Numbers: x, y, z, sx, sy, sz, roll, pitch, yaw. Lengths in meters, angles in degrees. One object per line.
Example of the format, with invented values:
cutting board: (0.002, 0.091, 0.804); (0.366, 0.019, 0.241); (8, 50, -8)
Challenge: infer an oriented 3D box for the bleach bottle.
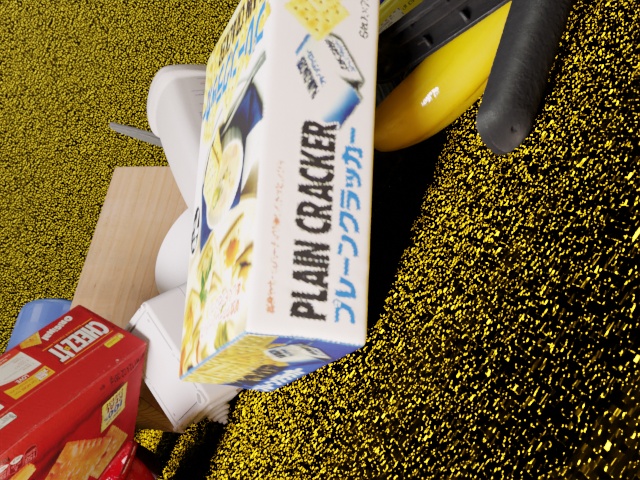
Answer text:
bleach bottle: (-0.058, -0.035, 0.770); (0.251, 0.102, 0.068); (-112, 29, -47)

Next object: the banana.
banana: (0.085, -0.117, 0.613); (0.198, 0.037, 0.070); (-46, 39, 17)

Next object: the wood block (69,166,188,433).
wood block: (-0.145, 0.047, 0.907); (0.090, 0.090, 0.206); (56, -139, -56)

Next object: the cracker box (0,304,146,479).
cracker box: (-0.201, 0.174, 0.725); (0.163, 0.072, 0.214); (-38, -32, -50)

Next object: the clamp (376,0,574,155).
clamp: (0.107, -0.144, 0.544); (0.210, 0.036, 0.165); (-54, 29, -2)
